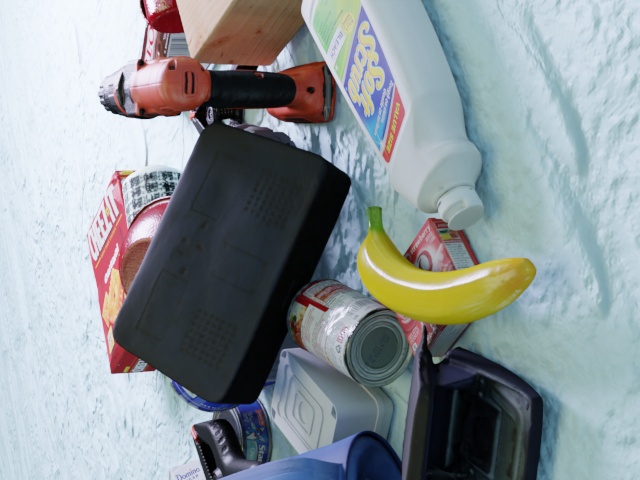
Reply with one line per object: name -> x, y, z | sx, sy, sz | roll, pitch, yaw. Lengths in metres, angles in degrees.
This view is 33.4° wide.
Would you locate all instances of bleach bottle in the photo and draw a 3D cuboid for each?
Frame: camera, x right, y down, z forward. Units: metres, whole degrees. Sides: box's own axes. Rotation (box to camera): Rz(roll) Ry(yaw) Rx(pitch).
bleach bottle -> 0.064, -0.120, 0.820 | 0.103, 0.068, 0.251 | -59, 45, 45

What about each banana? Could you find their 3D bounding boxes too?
banana -> 0.077, 0.026, 0.767 | 0.198, 0.037, 0.070 | 23, 110, 56

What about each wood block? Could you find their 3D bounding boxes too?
wood block -> -0.046, -0.253, 0.964 | 0.206, 0.090, 0.091 | -43, 57, 50

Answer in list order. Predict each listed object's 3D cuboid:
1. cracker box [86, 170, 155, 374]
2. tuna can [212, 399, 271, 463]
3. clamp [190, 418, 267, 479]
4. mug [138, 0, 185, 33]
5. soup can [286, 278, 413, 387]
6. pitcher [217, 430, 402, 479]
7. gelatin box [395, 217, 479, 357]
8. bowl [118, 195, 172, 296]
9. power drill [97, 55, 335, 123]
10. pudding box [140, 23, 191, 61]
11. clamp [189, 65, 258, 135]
cracker box -> -0.238, 0.041, 1.368 | 0.164, 0.072, 0.214 | -52, 48, 49
tuna can -> -0.086, 0.209, 1.142 | 0.086, 0.033, 0.086 | 7, 98, 61
clamp -> -0.085, 0.234, 1.056 | 0.210, 0.036, 0.165 | -127, 34, -51
mug -> -0.166, -0.278, 1.191 | 0.117, 0.093, 0.081 | -19, 79, 42
soup can -> 0.025, 0.076, 0.897 | 0.102, 0.068, 0.068 | 23, 112, 58
pitcher -> -0.052, 0.241, 0.852 | 0.243, 0.144, 0.149 | -21, 93, 22
gelatin box -> 0.088, 0.038, 0.818 | 0.089, 0.030, 0.073 | -59, 43, 44
bowl -> -0.168, 0.035, 1.177 | 0.162, 0.055, 0.162 | 8, 106, 27
power drill -> -0.095, -0.135, 0.976 | 0.185, 0.187, 0.057 | 11, 103, 59
pudding box -> -0.187, -0.223, 1.290 | 0.090, 0.039, 0.114 | 56, 138, 44
clamp -> -0.100, -0.145, 1.137 | 0.172, 0.039, 0.120 | 27, 114, 58
